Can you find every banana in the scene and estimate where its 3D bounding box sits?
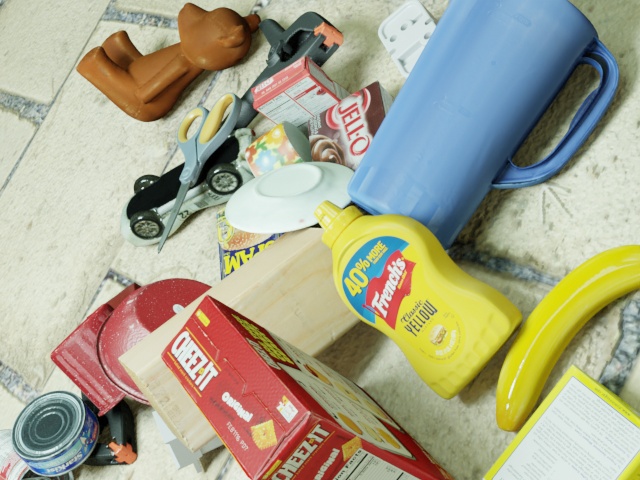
[{"bbox_3d":[0.200,0.065,0.839,0.198,0.037,0.070,-43,44,12],"label":"banana"}]

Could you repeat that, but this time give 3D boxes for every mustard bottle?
[{"bbox_3d":[0.068,0.035,0.888,0.192,0.058,0.096,43,120,13],"label":"mustard bottle"}]

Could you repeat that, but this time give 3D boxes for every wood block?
[{"bbox_3d":[-0.065,0.084,0.953,0.206,0.090,0.091,-37,13,-15],"label":"wood block"}]

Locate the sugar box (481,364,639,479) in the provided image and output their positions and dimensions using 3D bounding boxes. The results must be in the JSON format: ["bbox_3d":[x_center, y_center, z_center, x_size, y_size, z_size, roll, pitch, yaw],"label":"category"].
[{"bbox_3d":[0.170,0.190,0.783,0.176,0.048,0.093,-54,43,6],"label":"sugar box"}]

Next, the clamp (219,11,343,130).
[{"bbox_3d":[-0.039,-0.208,1.184,0.210,0.036,0.164,-23,46,54],"label":"clamp"}]

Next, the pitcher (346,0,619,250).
[{"bbox_3d":[0.138,-0.110,0.950,0.243,0.144,0.149,-58,31,2],"label":"pitcher"}]

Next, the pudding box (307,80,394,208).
[{"bbox_3d":[0.037,-0.096,1.081,0.090,0.039,0.113,-28,50,24],"label":"pudding box"}]

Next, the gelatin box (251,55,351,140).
[{"bbox_3d":[-0.018,-0.147,1.124,0.073,0.089,0.030,-28,51,26],"label":"gelatin box"}]

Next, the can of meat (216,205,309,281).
[{"bbox_3d":[-0.057,0.001,1.077,0.102,0.057,0.084,-18,68,33],"label":"can of meat"}]

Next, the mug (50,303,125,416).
[{"bbox_3d":[-0.227,0.123,1.106,0.093,0.081,0.117,-48,8,-34],"label":"mug"}]

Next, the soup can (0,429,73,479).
[{"bbox_3d":[-0.324,0.252,1.161,0.102,0.068,0.068,17,76,46],"label":"soup can"}]

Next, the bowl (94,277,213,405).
[{"bbox_3d":[-0.136,0.086,1.035,0.162,0.161,0.055,-119,30,-44],"label":"bowl"}]

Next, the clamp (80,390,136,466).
[{"bbox_3d":[-0.260,0.198,1.158,0.120,0.039,0.172,-50,42,2],"label":"clamp"}]

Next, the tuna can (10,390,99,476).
[{"bbox_3d":[-0.275,0.198,1.105,0.086,0.033,0.086,-11,48,11],"label":"tuna can"}]

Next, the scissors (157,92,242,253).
[{"bbox_3d":[-0.151,-0.078,1.171,0.096,0.016,0.201,12,68,50],"label":"scissors"}]

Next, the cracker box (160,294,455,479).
[{"bbox_3d":[-0.005,0.148,0.839,0.072,0.213,0.164,-52,43,3],"label":"cracker box"}]
